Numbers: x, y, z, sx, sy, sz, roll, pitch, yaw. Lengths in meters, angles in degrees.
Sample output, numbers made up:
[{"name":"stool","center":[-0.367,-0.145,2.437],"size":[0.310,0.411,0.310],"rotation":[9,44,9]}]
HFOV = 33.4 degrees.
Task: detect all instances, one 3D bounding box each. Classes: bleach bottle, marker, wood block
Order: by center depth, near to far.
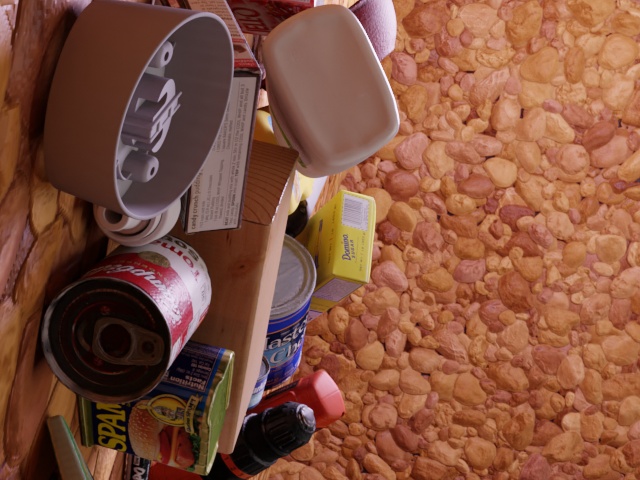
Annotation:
[{"name":"wood block","center":[-0.081,0.037,0.732],"size":[0.090,0.090,0.206],"rotation":[-71,174,-53]},{"name":"bleach bottle","center":[-0.006,-0.097,0.783],"size":[0.102,0.068,0.251],"rotation":[64,-6,-4]},{"name":"marker","center":[-0.149,0.189,0.864],"size":[0.020,0.020,0.121],"rotation":[-70,174,-55]}]

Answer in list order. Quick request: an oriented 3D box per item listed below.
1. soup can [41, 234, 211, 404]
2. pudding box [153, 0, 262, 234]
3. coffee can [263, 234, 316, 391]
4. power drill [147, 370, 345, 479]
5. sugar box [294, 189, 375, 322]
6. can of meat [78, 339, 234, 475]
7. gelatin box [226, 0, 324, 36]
[{"name":"soup can","center":[-0.102,0.039,0.583],"size":[0.102,0.068,0.068],"rotation":[-64,168,-74]},{"name":"pudding box","center":[-0.067,-0.073,0.599],"size":[0.113,0.039,0.090],"rotation":[99,-27,-44]},{"name":"coffee can","center":[-0.062,0.070,1.049],"size":[0.140,0.103,0.102],"rotation":[100,6,-52]},{"name":"power drill","center":[-0.050,0.177,0.997],"size":[0.187,0.185,0.057],"rotation":[-15,79,-62]},{"name":"sugar box","center":[0.000,0.022,1.107],"size":[0.176,0.048,0.093],"rotation":[143,-41,-59]},{"name":"can of meat","center":[-0.103,0.100,0.681],"size":[0.102,0.084,0.057],"rotation":[101,5,-49]},{"name":"gelatin box","center":[-0.036,-0.162,0.727],"size":[0.089,0.073,0.030],"rotation":[62,35,-85]}]
